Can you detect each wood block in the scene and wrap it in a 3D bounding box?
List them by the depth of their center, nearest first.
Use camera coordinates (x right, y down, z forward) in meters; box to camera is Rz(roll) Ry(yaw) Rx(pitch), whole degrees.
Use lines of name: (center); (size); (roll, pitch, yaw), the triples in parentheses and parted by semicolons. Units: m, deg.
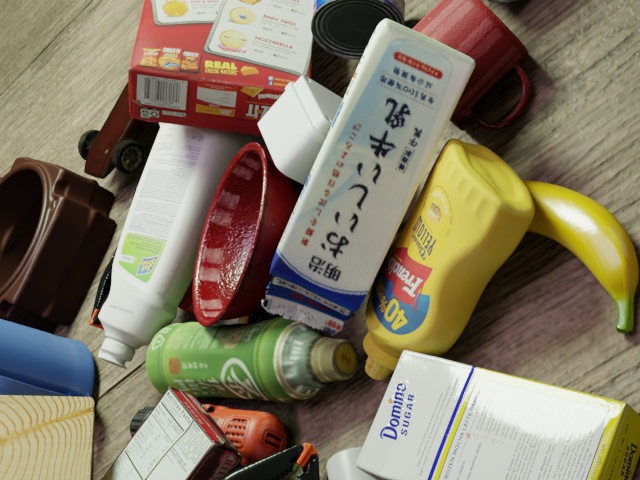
wood block: (-0.246, 0.221, 0.935); (0.206, 0.090, 0.090); (107, 163, -54)

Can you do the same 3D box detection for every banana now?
banana: (0.159, -0.008, 0.759); (0.069, 0.037, 0.198); (-57, 39, 4)

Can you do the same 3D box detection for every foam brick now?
foam brick: (-0.038, -0.053, 0.989); (0.078, 0.051, 0.053); (-30, 47, 32)

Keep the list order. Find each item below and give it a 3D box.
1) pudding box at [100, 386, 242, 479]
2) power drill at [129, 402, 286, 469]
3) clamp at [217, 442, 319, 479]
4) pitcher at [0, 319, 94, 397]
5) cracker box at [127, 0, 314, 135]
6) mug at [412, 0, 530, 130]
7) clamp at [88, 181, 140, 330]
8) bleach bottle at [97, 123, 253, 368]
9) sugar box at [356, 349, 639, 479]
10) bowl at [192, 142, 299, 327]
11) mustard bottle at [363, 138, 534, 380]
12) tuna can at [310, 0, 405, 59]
pudding box: (-0.124, 0.188, 0.861); (0.113, 0.039, 0.090); (-52, 39, 1)
power drill: (-0.120, 0.228, 0.903); (0.185, 0.057, 0.187); (-6, 63, 45)
clamp: (-0.073, 0.240, 0.807); (0.210, 0.164, 0.036); (-62, -6, -11)
pitcher: (-0.353, 0.131, 1.067); (0.149, 0.242, 0.145); (-41, 45, 25)
cracker box: (-0.088, -0.199, 1.025); (0.072, 0.164, 0.213); (102, 173, -49)
mug: (0.118, -0.140, 0.853); (0.081, 0.093, 0.117); (-45, 72, 12)
clamp: (-0.193, 0.014, 1.120); (0.120, 0.039, 0.171); (-6, 65, 67)
bleach bottle: (-0.153, -0.001, 1.020); (0.103, 0.068, 0.250); (9, 71, 42)
sugar box: (0.115, 0.136, 0.701); (0.177, 0.048, 0.093); (9, 68, 46)
bowl: (-0.056, 0.001, 0.910); (0.162, 0.055, 0.162); (16, 90, 70)
mustard bottle: (0.081, 0.027, 0.783); (0.192, 0.058, 0.096); (-63, 32, 28)
tuna can: (0.035, -0.205, 0.974); (0.086, 0.086, 0.033); (-22, 51, 38)
